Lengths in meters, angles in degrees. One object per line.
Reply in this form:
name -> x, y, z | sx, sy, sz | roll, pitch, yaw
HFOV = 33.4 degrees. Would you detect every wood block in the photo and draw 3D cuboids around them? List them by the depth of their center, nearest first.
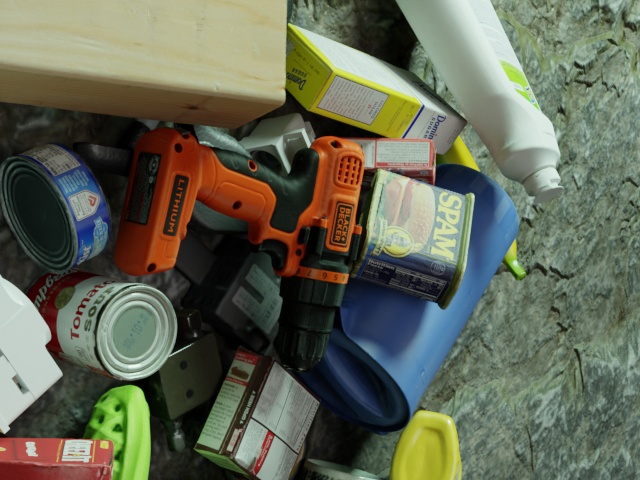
wood block -> -0.135, -0.136, 0.711 | 0.205, 0.091, 0.090 | 4, 82, -28

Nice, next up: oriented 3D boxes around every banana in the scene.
banana -> 0.152, -0.049, 1.060 | 0.037, 0.070, 0.197 | -38, 115, -5

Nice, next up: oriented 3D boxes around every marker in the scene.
marker -> -0.121, -0.113, 0.821 | 0.020, 0.020, 0.121 | 45, 65, -38

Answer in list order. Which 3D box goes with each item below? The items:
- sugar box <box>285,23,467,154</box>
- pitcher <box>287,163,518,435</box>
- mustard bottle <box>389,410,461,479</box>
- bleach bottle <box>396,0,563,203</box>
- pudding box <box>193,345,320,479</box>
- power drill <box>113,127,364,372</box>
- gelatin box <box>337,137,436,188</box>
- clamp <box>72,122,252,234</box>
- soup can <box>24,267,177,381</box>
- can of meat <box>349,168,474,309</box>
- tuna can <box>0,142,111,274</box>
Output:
sugar box -> 0.038, -0.129, 0.918 | 0.175, 0.093, 0.048 | 16, 116, -44
pitcher -> 0.082, 0.051, 0.970 | 0.145, 0.149, 0.242 | 42, 59, -3
mustard bottle -> 0.103, 0.218, 1.007 | 0.191, 0.058, 0.096 | 59, 41, -72
bleach bottle -> 0.143, -0.148, 0.945 | 0.102, 0.068, 0.251 | 4, 57, -54
pudding box -> -0.048, 0.149, 0.870 | 0.090, 0.039, 0.113 | -68, 153, -19
power drill -> -0.055, 0.001, 0.789 | 0.187, 0.057, 0.184 | 11, 88, -38
gelatin box -> 0.056, -0.065, 0.930 | 0.073, 0.089, 0.030 | 61, 31, -77
clamp -> -0.105, -0.055, 0.803 | 0.120, 0.039, 0.171 | -47, 118, -22
soup can -> -0.157, 0.058, 0.751 | 0.068, 0.102, 0.068 | -7, 100, -43
can of meat -> 0.074, -0.003, 0.874 | 0.084, 0.057, 0.102 | 17, 51, -4
tuna can -> -0.182, -0.023, 0.729 | 0.033, 0.086, 0.086 | -30, 115, -39
